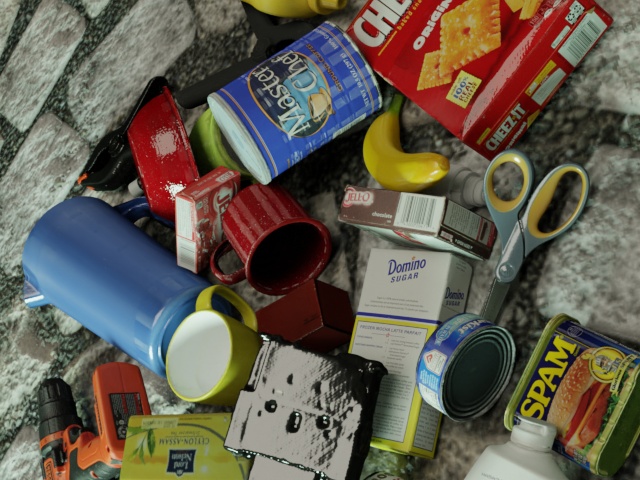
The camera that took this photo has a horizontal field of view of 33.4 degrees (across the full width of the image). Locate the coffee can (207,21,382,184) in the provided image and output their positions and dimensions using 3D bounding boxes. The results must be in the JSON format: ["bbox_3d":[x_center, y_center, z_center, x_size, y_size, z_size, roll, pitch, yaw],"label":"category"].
[{"bbox_3d":[-0.025,-0.135,1.048,0.140,0.102,0.103,-34,48,-9],"label":"coffee can"}]

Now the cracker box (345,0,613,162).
[{"bbox_3d":[0.136,-0.195,0.990,0.164,0.072,0.214,-52,47,12],"label":"cracker box"}]

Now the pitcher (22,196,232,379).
[{"bbox_3d":[-0.200,0.045,1.160,0.243,0.144,0.149,28,106,40],"label":"pitcher"}]

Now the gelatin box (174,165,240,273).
[{"bbox_3d":[-0.113,-0.022,1.085,0.030,0.073,0.089,23,127,28],"label":"gelatin box"}]

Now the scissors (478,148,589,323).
[{"bbox_3d":[0.148,0.008,0.912,0.096,0.016,0.202,39,101,8],"label":"scissors"}]

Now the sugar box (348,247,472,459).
[{"bbox_3d":[0.072,0.097,0.949,0.094,0.048,0.176,4,73,42],"label":"sugar box"}]

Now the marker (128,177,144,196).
[{"bbox_3d":[-0.179,-0.088,1.256,0.121,0.020,0.020,-31,55,29],"label":"marker"}]

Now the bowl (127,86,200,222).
[{"bbox_3d":[-0.169,-0.082,1.151,0.055,0.162,0.162,-17,54,-10],"label":"bowl"}]

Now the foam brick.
[{"bbox_3d":[-0.014,0.081,1.025,0.078,0.051,0.053,-30,57,29],"label":"foam brick"}]

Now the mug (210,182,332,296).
[{"bbox_3d":[-0.057,0.001,1.062,0.117,0.093,0.082,-34,45,-4],"label":"mug"}]

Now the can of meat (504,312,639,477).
[{"bbox_3d":[0.203,0.120,0.818,0.084,0.057,0.102,27,92,41],"label":"can of meat"}]

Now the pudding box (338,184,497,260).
[{"bbox_3d":[0.086,-0.016,0.950,0.114,0.089,0.039,12,84,42],"label":"pudding box"}]

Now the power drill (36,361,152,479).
[{"bbox_3d":[-0.247,0.203,1.144,0.188,0.057,0.184,-45,55,43],"label":"power drill"}]

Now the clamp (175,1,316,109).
[{"bbox_3d":[-0.066,-0.197,1.185,0.210,0.036,0.164,27,83,42],"label":"clamp"}]

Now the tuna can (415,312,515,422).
[{"bbox_3d":[0.119,0.103,0.877,0.034,0.086,0.086,29,93,46],"label":"tuna can"}]

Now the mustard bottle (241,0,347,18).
[{"bbox_3d":[-0.042,-0.288,1.175,0.096,0.058,0.192,-36,46,-28],"label":"mustard bottle"}]

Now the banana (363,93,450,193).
[{"bbox_3d":[0.072,-0.080,0.985,0.198,0.037,0.070,-111,40,-63],"label":"banana"}]

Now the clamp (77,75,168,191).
[{"bbox_3d":[-0.232,-0.108,1.295,0.172,0.039,0.120,-46,36,25],"label":"clamp"}]
